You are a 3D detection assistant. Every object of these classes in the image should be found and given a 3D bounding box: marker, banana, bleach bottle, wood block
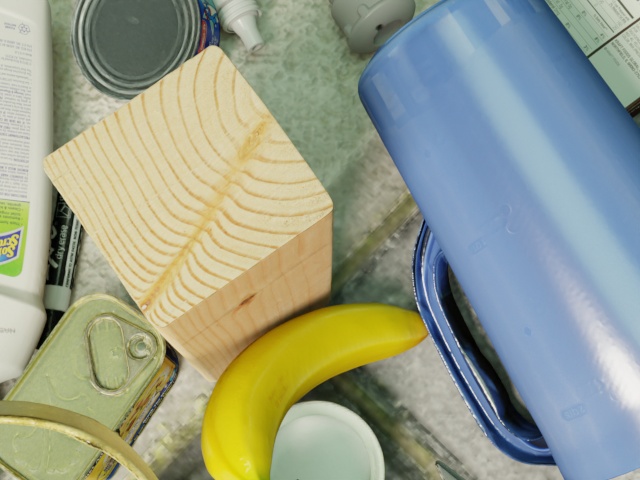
[{"bbox_3d":[-0.152,0.010,0.626,0.020,0.020,0.121,6,77,2],"label":"marker"},{"bbox_3d":[-0.008,0.073,0.548,0.069,0.037,0.197,41,37,5],"label":"banana"},{"bbox_3d":[-0.202,-0.022,0.594,0.102,0.068,0.251,3,71,-19],"label":"bleach bottle"},{"bbox_3d":[-0.053,0.001,0.531,0.090,0.206,0.090,-35,79,-8],"label":"wood block"}]

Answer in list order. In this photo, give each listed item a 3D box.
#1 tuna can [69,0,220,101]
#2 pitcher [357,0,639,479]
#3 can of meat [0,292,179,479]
[{"bbox_3d":[-0.104,-0.123,0.636,0.086,0.033,0.086,0,90,19],"label":"tuna can"},{"bbox_3d":[0.116,-0.003,0.553,0.149,0.145,0.243,-30,82,-4],"label":"pitcher"},{"bbox_3d":[-0.122,0.085,0.574,0.057,0.084,0.102,32,79,8],"label":"can of meat"}]
